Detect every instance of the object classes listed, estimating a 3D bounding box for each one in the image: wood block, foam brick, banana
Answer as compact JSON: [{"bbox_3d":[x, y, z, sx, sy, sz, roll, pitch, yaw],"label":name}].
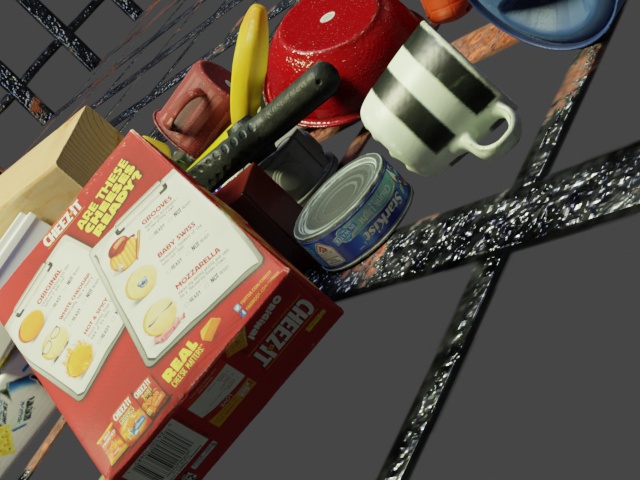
[{"bbox_3d":[-0.267,-0.026,1.027,0.206,0.090,0.090,-30,29,34],"label":"wood block"},{"bbox_3d":[-0.045,-0.008,0.795,0.053,0.078,0.051,-36,23,25],"label":"foam brick"},{"bbox_3d":[-0.072,-0.156,1.091,0.198,0.037,0.069,96,-178,-64],"label":"banana"}]

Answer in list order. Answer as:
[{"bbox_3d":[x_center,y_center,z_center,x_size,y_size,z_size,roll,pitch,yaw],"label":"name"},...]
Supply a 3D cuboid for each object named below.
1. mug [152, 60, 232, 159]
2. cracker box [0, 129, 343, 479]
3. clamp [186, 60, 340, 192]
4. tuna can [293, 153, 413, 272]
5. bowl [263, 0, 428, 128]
[{"bbox_3d":[-0.131,-0.144,1.175,0.082,0.093,0.117,-51,-18,21],"label":"mug"},{"bbox_3d":[-0.109,0.044,0.702,0.164,0.072,0.214,-50,45,0],"label":"cracker box"},{"bbox_3d":[-0.048,-0.082,0.823,0.171,0.039,0.120,-42,-1,-4],"label":"clamp"},{"bbox_3d":[0.022,-0.020,0.748,0.086,0.033,0.086,-39,20,17],"label":"tuna can"},{"bbox_3d":[0.015,-0.174,0.934,0.162,0.055,0.162,-14,45,14],"label":"bowl"}]
